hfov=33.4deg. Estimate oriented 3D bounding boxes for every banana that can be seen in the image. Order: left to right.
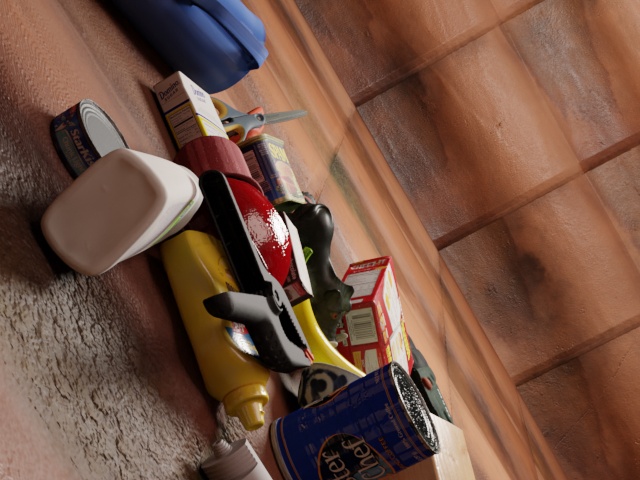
[{"bbox_3d":[0.001,0.109,1.200,0.198,0.069,0.037,64,-2,-13],"label":"banana"}]

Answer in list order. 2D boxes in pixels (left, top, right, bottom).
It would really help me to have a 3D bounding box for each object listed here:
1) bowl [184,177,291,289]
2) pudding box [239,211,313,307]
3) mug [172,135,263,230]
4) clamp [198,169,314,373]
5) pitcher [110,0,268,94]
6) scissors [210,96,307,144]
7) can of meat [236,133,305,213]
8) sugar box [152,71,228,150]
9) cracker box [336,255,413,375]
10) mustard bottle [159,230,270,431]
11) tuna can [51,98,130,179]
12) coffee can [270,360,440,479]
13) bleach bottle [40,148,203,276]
[{"bbox_3d":[-0.079,-0.008,1.079,0.162,0.055,0.162,42,-24,24],"label":"bowl"},{"bbox_3d":[-0.062,0.033,1.167,0.039,0.090,0.113,51,16,-44],"label":"pudding box"},{"bbox_3d":[-0.116,-0.052,1.172,0.081,0.093,0.117,-114,-161,-45],"label":"mug"},{"bbox_3d":[-0.058,0.045,0.961,0.210,0.036,0.164,57,18,-49],"label":"clamp"},{"bbox_3d":[-0.177,-0.300,1.348,0.242,0.149,0.145,43,33,-49],"label":"pitcher"},{"bbox_3d":[-0.103,-0.174,1.445,0.096,0.016,0.201,47,41,4],"label":"scissors"},{"bbox_3d":[-0.064,-0.073,1.263,0.084,0.057,0.102,68,12,7],"label":"can of meat"},{"bbox_3d":[-0.138,-0.111,1.294,0.176,0.048,0.093,63,11,20],"label":"sugar box"},{"bbox_3d":[0.068,0.130,1.424,0.213,0.072,0.164,-57,136,-73],"label":"cracker box"},{"bbox_3d":[-0.091,0.088,0.992,0.192,0.058,0.096,68,9,28],"label":"mustard bottle"},{"bbox_3d":[-0.204,-0.083,0.964,0.086,0.034,0.086,57,12,-20],"label":"tuna can"},{"bbox_3d":[0.035,0.197,1.071,0.102,0.140,0.103,57,13,-20],"label":"coffee can"},{"bbox_3d":[-0.156,-0.025,0.926,0.068,0.102,0.251,46,3,1],"label":"bleach bottle"}]
